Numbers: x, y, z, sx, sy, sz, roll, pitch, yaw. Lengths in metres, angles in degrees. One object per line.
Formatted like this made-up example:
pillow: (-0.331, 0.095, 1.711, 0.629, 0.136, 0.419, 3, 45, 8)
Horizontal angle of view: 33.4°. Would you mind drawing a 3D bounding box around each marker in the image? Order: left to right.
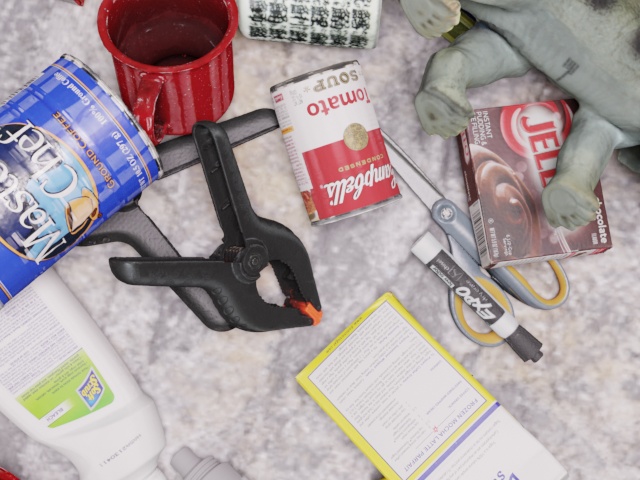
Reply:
marker: (0.113, 0.042, 0.760, 0.121, 0.020, 0.020, 45, 90, -1)

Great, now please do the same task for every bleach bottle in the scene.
bleach bottle: (-0.199, 0.092, 0.756, 0.102, 0.068, 0.251, -37, 92, -2)

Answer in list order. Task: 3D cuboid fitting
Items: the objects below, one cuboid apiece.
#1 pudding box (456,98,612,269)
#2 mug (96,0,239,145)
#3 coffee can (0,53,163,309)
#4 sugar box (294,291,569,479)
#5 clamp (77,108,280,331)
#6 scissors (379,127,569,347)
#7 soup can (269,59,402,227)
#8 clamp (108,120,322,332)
pudding box: (0.150, -0.041, 0.756, 0.090, 0.039, 0.113, -8, 83, -6)
mug: (-0.103, -0.116, 0.727, 0.093, 0.081, 0.117, 9, 60, 4)
coffee can: (-0.187, -0.037, 0.685, 0.140, 0.103, 0.103, -42, 90, -16)
sugar box: (0.076, 0.128, 0.736, 0.093, 0.048, 0.176, -44, 71, 0)
clamp: (-0.133, -0.044, 0.768, 0.210, 0.036, 0.164, 21, 85, -1)
scissors: (0.086, 0.000, 0.778, 0.202, 0.016, 0.096, 33, 90, 0)
soup can: (0.011, -0.068, 0.749, 0.068, 0.068, 0.102, -18, 94, 0)
clamp: (-0.055, 0.001, 0.727, 0.171, 0.039, 0.120, 32, 82, -42)
